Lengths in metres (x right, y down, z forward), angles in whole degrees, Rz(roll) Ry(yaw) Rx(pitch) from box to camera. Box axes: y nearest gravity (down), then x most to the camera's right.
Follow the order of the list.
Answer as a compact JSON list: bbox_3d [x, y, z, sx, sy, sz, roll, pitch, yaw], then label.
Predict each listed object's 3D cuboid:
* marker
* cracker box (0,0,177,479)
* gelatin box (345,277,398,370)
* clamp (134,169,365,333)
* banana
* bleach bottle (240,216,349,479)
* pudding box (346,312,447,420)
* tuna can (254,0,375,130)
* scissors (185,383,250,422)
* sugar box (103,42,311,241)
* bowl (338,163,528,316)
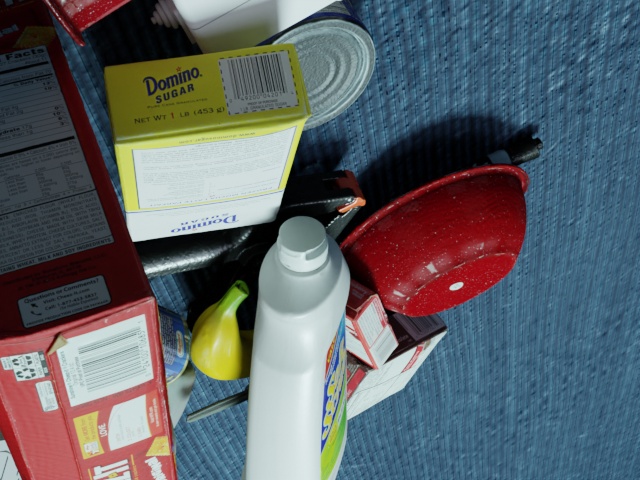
[{"bbox_3d":[0.109,-0.047,0.785,0.121,0.020,0.020,-26,146,-5],"label":"marker"},{"bbox_3d":[-0.132,0.003,0.499,0.072,0.214,0.164,-16,144,-15],"label":"cracker box"},{"bbox_3d":[0.015,0.051,0.795,0.030,0.073,0.089,-49,149,-15],"label":"gelatin box"},{"bbox_3d":[-0.055,0.001,0.713,0.172,0.039,0.120,-36,151,16],"label":"clamp"},{"bbox_3d":[-0.052,0.075,0.772,0.069,0.037,0.197,-30,164,4],"label":"banana"},{"bbox_3d":[-0.016,0.085,0.719,0.068,0.102,0.251,14,140,11],"label":"bleach bottle"},{"bbox_3d":[0.046,0.105,0.898,0.113,0.039,0.090,-20,150,-44],"label":"pudding box"},{"bbox_3d":[-0.012,-0.102,0.609,0.086,0.034,0.086,-19,145,-14],"label":"tuna can"},{"bbox_3d":[-0.054,0.125,0.846,0.201,0.016,0.096,-20,161,-47],"label":"scissors"},{"bbox_3d":[-0.063,-0.046,0.573,0.093,0.048,0.176,-8,169,-10],"label":"sugar box"},{"bbox_3d":[0.091,0.010,0.787,0.162,0.055,0.162,-21,158,-9],"label":"bowl"}]
